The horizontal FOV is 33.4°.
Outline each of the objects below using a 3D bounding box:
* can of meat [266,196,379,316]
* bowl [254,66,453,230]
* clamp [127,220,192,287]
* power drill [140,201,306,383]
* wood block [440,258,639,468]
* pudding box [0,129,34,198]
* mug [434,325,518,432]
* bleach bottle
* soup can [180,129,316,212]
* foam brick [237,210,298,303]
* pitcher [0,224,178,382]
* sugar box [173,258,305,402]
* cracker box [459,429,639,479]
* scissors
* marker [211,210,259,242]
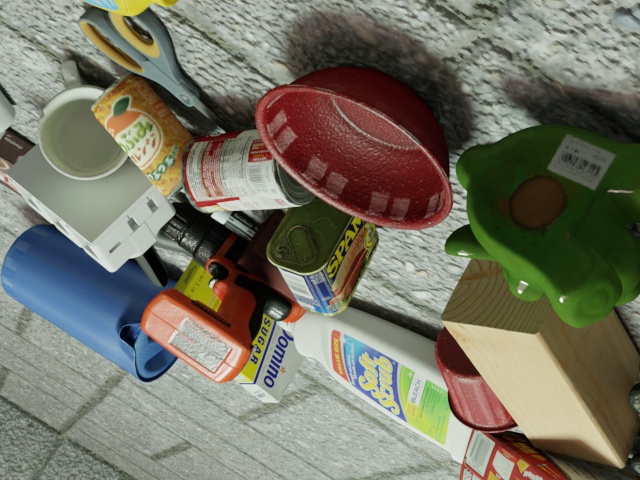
[{"bbox_3d":[0.006,0.004,0.923,0.058,0.102,0.084,18,155,25],"label":"can of meat"},{"bbox_3d":[0.034,-0.077,0.787,0.162,0.055,0.162,25,156,12],"label":"bowl"},{"bbox_3d":[-0.187,-0.008,1.159,0.120,0.039,0.171,-21,138,29],"label":"clamp"},{"bbox_3d":[-0.106,0.046,1.056,0.184,0.187,0.057,34,119,-1],"label":"power drill"},{"bbox_3d":[0.196,0.095,0.893,0.091,0.090,0.206,7,146,42],"label":"wood block"},{"bbox_3d":[-0.366,-0.095,1.233,0.113,0.039,0.090,34,156,-8],"label":"pudding box"},{"bbox_3d":[0.150,0.110,0.999,0.117,0.093,0.081,59,177,46],"label":"mug"},{"bbox_3d":[0.062,0.133,1.123,0.251,0.068,0.103,24,124,26],"label":"bleach bottle"},{"bbox_3d":[-0.057,-0.059,0.894,0.102,0.068,0.068,-3,141,35],"label":"soup can"},{"bbox_3d":[-0.031,0.017,1.051,0.078,0.053,0.051,35,156,-7],"label":"foam brick"},{"bbox_3d":[-0.282,0.073,1.378,0.243,0.144,0.149,25,144,20],"label":"pitcher"},{"bbox_3d":[-0.098,0.105,1.249,0.176,0.093,0.048,39,155,-20],"label":"sugar box"},{"bbox_3d":[0.258,0.245,0.994,0.213,0.072,0.164,16,-177,-18],"label":"cracker box"},{"bbox_3d":[-0.112,-0.135,0.893,0.201,0.016,0.096,34,156,-10],"label":"scissors"},{"bbox_3d":[-0.057,0.001,1.091,0.121,0.020,0.020,35,156,-10],"label":"marker"}]
